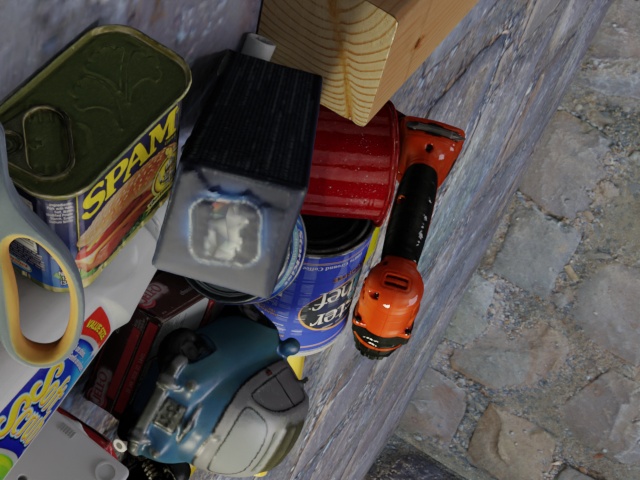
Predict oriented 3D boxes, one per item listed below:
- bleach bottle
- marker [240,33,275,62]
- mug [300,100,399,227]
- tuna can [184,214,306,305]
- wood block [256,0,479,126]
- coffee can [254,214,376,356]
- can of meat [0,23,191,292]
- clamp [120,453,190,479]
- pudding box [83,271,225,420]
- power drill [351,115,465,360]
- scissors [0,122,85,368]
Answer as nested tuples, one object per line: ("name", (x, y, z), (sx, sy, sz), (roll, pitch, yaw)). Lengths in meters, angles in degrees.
("bleach bottle", (-0.153, 0.056, 0.526), (0.250, 0.068, 0.103), (-54, 167, -33))
("marker", (-0.061, -0.073, 0.680), (0.121, 0.020, 0.020), (-64, 167, 21))
("mug", (0.006, -0.070, 0.769), (0.093, 0.081, 0.117), (134, -41, -75))
("tuna can", (-0.055, 0.001, 0.720), (0.086, 0.086, 0.033), (-61, 166, 7))
("wood block", (0.052, -0.181, 0.713), (0.205, 0.090, 0.091), (-50, 165, -39))
("coffee can", (-0.016, 0.014, 0.860), (0.102, 0.103, 0.140), (-50, 164, -36))
("can of meat", (-0.108, -0.036, 0.498), (0.102, 0.057, 0.084), (-52, 167, -33))
("clamp", (-0.130, 0.180, 0.854), (0.120, 0.039, 0.171), (-20, -175, 20))
("pudding box", (-0.111, 0.065, 0.757), (0.113, 0.039, 0.090), (-30, 150, -61))
("power drill", (0.072, 0.003, 0.917), (0.184, 0.057, 0.187), (103, 1, -70))
("scissors", (-0.149, -0.028, 0.414), (0.016, 0.096, 0.202), (-105, -177, -58))
